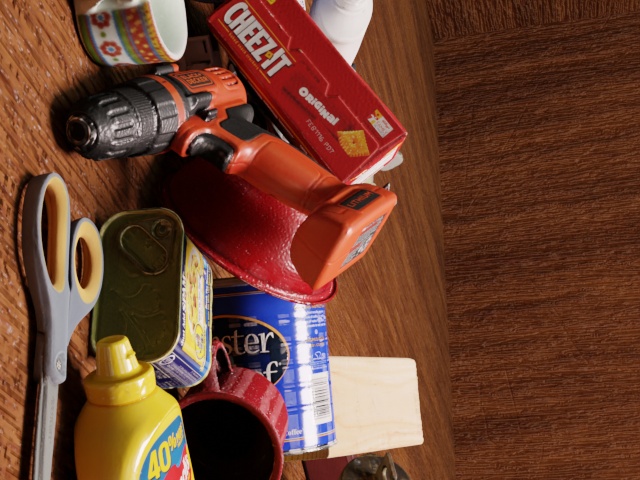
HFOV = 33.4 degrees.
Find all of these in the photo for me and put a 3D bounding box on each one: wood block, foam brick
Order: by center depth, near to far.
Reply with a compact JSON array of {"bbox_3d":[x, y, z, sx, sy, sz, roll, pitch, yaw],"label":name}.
[{"bbox_3d":[0.013,0.158,1.014,0.205,0.091,0.090,13,70,-61],"label":"wood block"},{"bbox_3d":[0.011,0.242,1.189,0.053,0.051,0.078,-78,158,-58],"label":"foam brick"}]

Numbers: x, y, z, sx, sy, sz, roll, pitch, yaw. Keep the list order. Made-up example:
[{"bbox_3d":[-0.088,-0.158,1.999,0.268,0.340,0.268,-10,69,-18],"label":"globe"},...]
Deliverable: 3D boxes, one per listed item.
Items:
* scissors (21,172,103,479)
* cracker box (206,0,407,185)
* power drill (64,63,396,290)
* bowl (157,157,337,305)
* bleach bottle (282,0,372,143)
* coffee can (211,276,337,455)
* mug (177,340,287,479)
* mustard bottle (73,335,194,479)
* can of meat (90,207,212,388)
[{"bbox_3d":[-0.144,0.064,0.603,0.096,0.016,0.202,28,57,-76],"label":"scissors"},{"bbox_3d":[-0.010,-0.119,0.882,0.164,0.072,0.213,50,1,1],"label":"cracker box"},{"bbox_3d":[-0.053,-0.048,0.697,0.057,0.188,0.184,-59,167,27],"label":"power drill"},{"bbox_3d":[-0.041,-0.024,0.811,0.055,0.162,0.162,-55,-178,19],"label":"bowl"},{"bbox_3d":[0.001,-0.177,1.045,0.251,0.068,0.102,126,-25,-69],"label":"bleach bottle"},{"bbox_3d":[-0.043,0.099,0.866,0.102,0.103,0.140,11,74,-78],"label":"coffee can"},{"bbox_3d":[-0.070,0.128,0.761,0.081,0.093,0.117,-62,141,-78],"label":"mug"},{"bbox_3d":[-0.107,0.149,0.637,0.096,0.058,0.191,-45,129,-69],"label":"mustard bottle"},{"bbox_3d":[-0.106,0.041,0.700,0.084,0.057,0.102,62,25,-67],"label":"can of meat"}]
